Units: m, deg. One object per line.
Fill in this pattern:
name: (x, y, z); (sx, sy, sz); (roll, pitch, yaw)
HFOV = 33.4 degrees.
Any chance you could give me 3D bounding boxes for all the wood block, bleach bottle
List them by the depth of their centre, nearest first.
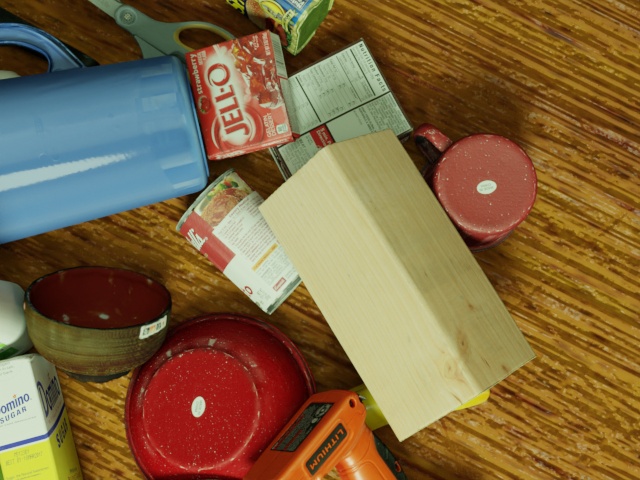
bleach bottle: (-0.274, 0.059, 0.747); (0.102, 0.251, 0.068); (-19, 85, -4)
wood block: (0.057, 0.030, 0.802); (0.091, 0.090, 0.206); (-40, 77, 39)

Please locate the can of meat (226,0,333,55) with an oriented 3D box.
can of meat: (-0.036, -0.203, 0.860); (0.084, 0.102, 0.057); (38, 83, 0)

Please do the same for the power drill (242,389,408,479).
power drill: (0.028, 0.219, 0.793); (0.187, 0.057, 0.184); (51, 58, -17)

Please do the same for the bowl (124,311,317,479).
bowl: (-0.085, 0.132, 0.827); (0.162, 0.055, 0.162); (-2, 78, 11)

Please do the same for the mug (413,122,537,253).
mug: (0.118, -0.049, 0.857); (0.093, 0.081, 0.117); (-39, 86, -6)

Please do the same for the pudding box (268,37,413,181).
pudding box: (0.007, -0.101, 0.881); (0.113, 0.039, 0.090); (-27, 83, -6)

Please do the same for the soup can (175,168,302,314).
soup can: (-0.056, 0.001, 0.854); (0.102, 0.068, 0.068); (43, 84, 2)

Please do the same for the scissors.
scissors: (-0.158, -0.162, 0.879); (0.201, 0.016, 0.096); (19, 89, -9)

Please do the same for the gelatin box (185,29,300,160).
gelatin box: (-0.062, -0.114, 0.848); (0.073, 0.030, 0.089); (-13, 87, 16)

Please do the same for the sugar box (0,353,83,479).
sugar box: (-0.211, 0.176, 0.816); (0.048, 0.093, 0.176); (-13, 85, -4)

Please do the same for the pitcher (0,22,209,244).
pitcher: (-0.216, -0.078, 0.817); (0.242, 0.149, 0.145); (-13, 45, -6)
